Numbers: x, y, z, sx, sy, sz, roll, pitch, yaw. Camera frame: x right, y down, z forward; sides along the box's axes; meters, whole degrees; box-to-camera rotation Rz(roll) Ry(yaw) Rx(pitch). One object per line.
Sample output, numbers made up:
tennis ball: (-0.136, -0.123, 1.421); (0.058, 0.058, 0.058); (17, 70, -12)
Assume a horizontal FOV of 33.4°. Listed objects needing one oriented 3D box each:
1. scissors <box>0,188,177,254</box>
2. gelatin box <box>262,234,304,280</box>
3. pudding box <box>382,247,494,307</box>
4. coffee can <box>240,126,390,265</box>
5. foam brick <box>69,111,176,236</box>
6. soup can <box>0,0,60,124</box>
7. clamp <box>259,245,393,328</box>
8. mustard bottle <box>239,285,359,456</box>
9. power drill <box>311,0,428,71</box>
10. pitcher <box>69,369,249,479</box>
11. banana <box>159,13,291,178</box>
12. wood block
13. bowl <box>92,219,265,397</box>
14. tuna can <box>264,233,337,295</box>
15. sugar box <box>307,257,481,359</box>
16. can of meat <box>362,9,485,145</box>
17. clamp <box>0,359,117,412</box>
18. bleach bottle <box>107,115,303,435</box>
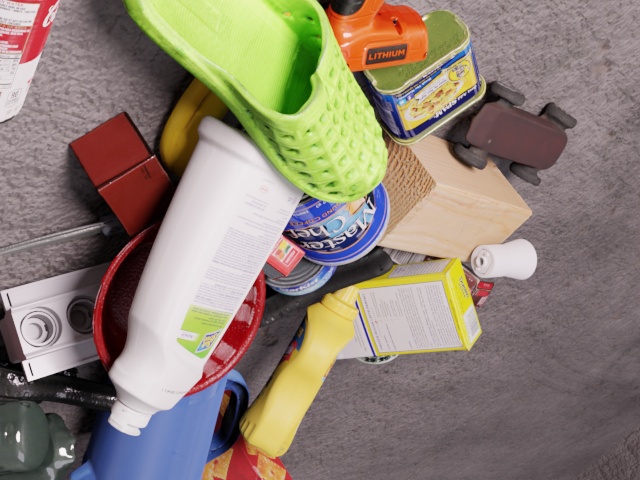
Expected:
scissors: (-0.168, -0.010, 0.915); (0.201, 0.016, 0.096); (-19, 164, -6)
gelatin box: (-0.056, 0.001, 0.959); (0.030, 0.073, 0.089); (-53, -175, -9)
pudding box: (0.131, 0.032, 1.184); (0.039, 0.114, 0.090); (-57, 161, 6)
coffee can: (-0.006, -0.049, 0.943); (0.103, 0.103, 0.140); (-37, 152, 3)
foam brick: (-0.151, -0.051, 0.836); (0.053, 0.051, 0.078); (-32, 152, -7)
soup can: (-0.201, -0.128, 0.647); (0.068, 0.068, 0.102); (-7, 142, -41)
clamp: (-0.018, 0.048, 1.089); (0.210, 0.036, 0.164); (-28, -173, -2)
mustard bottle: (-0.015, 0.128, 1.119); (0.191, 0.058, 0.096); (-59, -178, 3)
power drill: (0.073, -0.222, 0.814); (0.184, 0.057, 0.188); (-12, 142, -30)
pitcher: (-0.156, 0.172, 1.098); (0.149, 0.145, 0.243); (-61, 174, -48)
banana: (-0.078, -0.115, 0.839); (0.198, 0.037, 0.069); (-52, 169, 32)
wood block: (0.118, -0.044, 1.096); (0.090, 0.091, 0.205); (-46, 150, 22)
bowl: (-0.128, 0.050, 0.902); (0.161, 0.055, 0.162); (-13, 113, -33)
tuna can: (-0.025, 0.009, 1.029); (0.086, 0.086, 0.033); (-37, 154, 3)
sugar box: (0.075, 0.075, 1.142); (0.177, 0.093, 0.048); (-6, -158, 33)
can of meat: (0.092, -0.146, 0.949); (0.102, 0.057, 0.084); (-35, 150, -2)
clamp: (-0.249, 0.130, 0.961); (0.171, 0.120, 0.039); (14, 81, -54)
bleach bottle: (-0.102, 0.035, 0.829); (0.102, 0.068, 0.251); (22, 98, -55)
